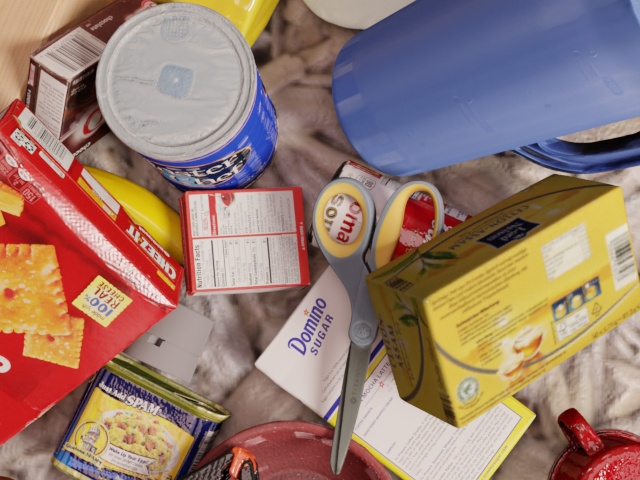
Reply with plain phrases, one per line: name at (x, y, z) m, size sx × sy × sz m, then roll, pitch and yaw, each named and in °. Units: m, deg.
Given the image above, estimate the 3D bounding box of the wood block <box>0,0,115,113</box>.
wood block at (-0.206, -0.169, 0.752) m, size 0.091 × 0.090 × 0.206 m, roll 30°, pitch 105°, yaw 8°

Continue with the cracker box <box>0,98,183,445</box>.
cracker box at (-0.224, 0.038, 0.710) m, size 0.214 × 0.072 × 0.164 m, roll -38°, pitch 110°, yaw 12°

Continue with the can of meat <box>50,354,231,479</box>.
can of meat at (-0.127, 0.138, 0.752) m, size 0.102 × 0.057 × 0.084 m, roll 26°, pitch 87°, yaw 8°

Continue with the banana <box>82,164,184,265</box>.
banana at (-0.180, -0.024, 0.791) m, size 0.198 × 0.037 × 0.070 m, roll 6°, pitch 112°, yaw 8°

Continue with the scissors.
scissors at (0.014, 0.045, 0.713) m, size 0.096 × 0.016 × 0.202 m, roll 27°, pitch 92°, yaw 10°

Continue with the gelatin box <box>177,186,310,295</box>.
gelatin box at (-0.055, 0.001, 0.767) m, size 0.089 × 0.030 × 0.073 m, roll -3°, pitch 81°, yaw -15°

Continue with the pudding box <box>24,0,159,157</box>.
pudding box at (-0.158, -0.113, 0.749) m, size 0.039 × 0.090 × 0.113 m, roll 36°, pitch 48°, yaw 11°

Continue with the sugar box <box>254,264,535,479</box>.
sugar box at (0.051, 0.105, 0.749) m, size 0.176 × 0.048 × 0.093 m, roll 37°, pitch 85°, yaw 12°

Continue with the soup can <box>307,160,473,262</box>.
soup can at (0.050, -0.007, 0.753) m, size 0.102 × 0.068 × 0.068 m, roll 26°, pitch 85°, yaw 8°

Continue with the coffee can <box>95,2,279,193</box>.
coffee can at (-0.086, -0.091, 0.738) m, size 0.103 × 0.140 × 0.103 m, roll -1°, pitch 82°, yaw 4°

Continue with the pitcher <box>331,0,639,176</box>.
pitcher at (0.131, -0.113, 0.684) m, size 0.243 × 0.144 × 0.149 m, roll -17°, pitch 78°, yaw 45°

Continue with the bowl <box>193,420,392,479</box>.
bowl at (-0.019, 0.205, 0.734) m, size 0.162 × 0.055 × 0.162 m, roll -1°, pitch 82°, yaw 4°
